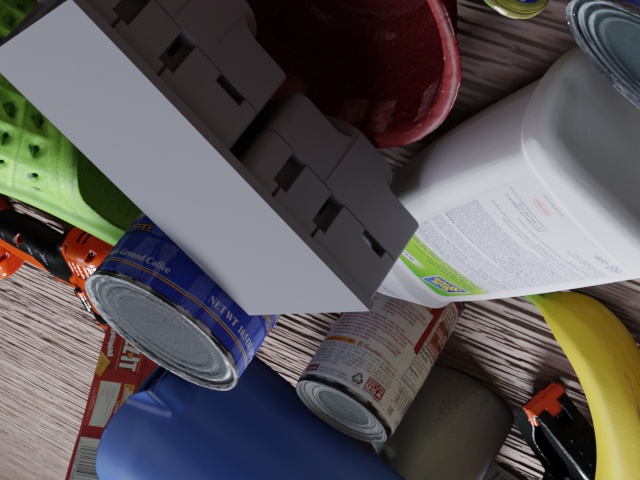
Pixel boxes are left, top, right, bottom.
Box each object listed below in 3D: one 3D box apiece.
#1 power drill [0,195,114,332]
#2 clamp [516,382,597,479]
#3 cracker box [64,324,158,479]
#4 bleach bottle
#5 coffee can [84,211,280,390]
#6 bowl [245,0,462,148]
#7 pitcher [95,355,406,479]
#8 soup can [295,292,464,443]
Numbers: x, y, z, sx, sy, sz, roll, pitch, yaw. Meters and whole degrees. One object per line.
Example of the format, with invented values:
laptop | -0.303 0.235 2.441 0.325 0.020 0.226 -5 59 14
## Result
power drill | -0.239 0.028 0.983 0.188 0.057 0.184 19 147 23
clamp | 0.171 0.157 0.734 0.120 0.039 0.171 19 144 57
cracker box | -0.120 0.162 0.891 0.072 0.164 0.213 5 159 19
bleach bottle | 0.074 -0.014 0.541 0.102 0.068 0.251 42 155 -15
coffee can | -0.054 0.001 0.623 0.103 0.140 0.103 27 153 15
bowl | -0.001 -0.116 0.461 0.162 0.055 0.162 27 153 15
pitcher | -0.017 0.177 0.706 0.243 0.149 0.145 34 115 21
soup can | 0.038 0.068 0.673 0.068 0.102 0.068 27 153 15
